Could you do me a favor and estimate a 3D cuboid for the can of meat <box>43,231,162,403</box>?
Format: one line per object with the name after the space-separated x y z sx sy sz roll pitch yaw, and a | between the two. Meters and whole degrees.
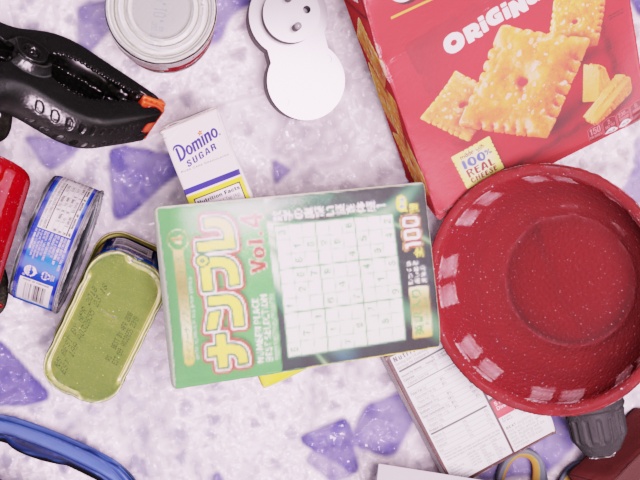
-0.139 0.050 0.702 0.057 0.084 0.102 25 93 -9 | can of meat

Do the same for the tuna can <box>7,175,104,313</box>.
-0.171 0.002 0.692 0.033 0.086 0.086 21 94 -7 | tuna can

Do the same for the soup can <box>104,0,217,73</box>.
-0.100 -0.142 0.675 0.068 0.102 0.068 -1 96 -7 | soup can

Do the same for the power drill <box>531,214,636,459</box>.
0.234 0.051 0.709 0.188 0.057 0.184 -12 91 34 | power drill

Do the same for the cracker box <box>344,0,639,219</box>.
0.108 -0.139 0.672 0.164 0.072 0.213 -26 127 -3 | cracker box

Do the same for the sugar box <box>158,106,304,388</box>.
-0.055 0.001 0.702 0.048 0.093 0.176 -24 98 -4 | sugar box

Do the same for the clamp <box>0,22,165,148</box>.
-0.194 -0.112 0.663 0.209 0.165 0.036 11 131 -44 | clamp

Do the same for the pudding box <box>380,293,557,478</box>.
0.105 0.106 0.760 0.090 0.039 0.113 -27 97 -3 | pudding box

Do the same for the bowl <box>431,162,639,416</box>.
0.153 0.029 0.692 0.162 0.055 0.162 4 97 30 | bowl
